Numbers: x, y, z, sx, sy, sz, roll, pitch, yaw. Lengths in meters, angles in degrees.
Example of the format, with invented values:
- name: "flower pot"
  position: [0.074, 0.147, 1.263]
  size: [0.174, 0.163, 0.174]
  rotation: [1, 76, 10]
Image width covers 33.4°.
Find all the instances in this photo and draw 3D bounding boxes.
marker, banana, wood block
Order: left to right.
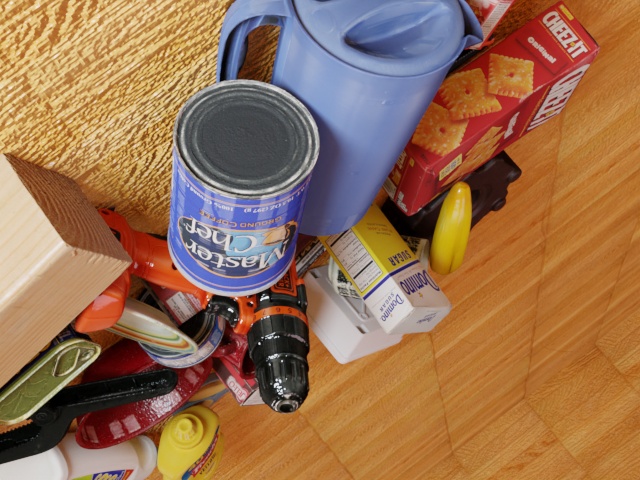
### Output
- name: "wood block"
  position: [-0.250, 0.046, 0.769]
  size: [0.206, 0.090, 0.090]
  rotation: [-42, 159, 9]
- name: "marker"
  position: [-0.004, 0.008, 1.175]
  size: [0.121, 0.020, 0.020]
  rotation: [-46, 157, 18]
- name: "banana"
  position: [0.139, -0.003, 1.158]
  size: [0.037, 0.069, 0.198]
  rotation: [3, 165, 3]

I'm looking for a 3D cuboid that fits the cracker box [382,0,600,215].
- name: "cracker box"
  position: [0.161, -0.125, 1.069]
  size: [0.213, 0.072, 0.164]
  rotation: [-34, 169, -10]

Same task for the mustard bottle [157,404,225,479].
- name: "mustard bottle"
  position: [-0.160, 0.252, 1.309]
  size: [0.096, 0.058, 0.192]
  rotation: [-52, 166, -21]

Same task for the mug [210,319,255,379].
- name: "mug"
  position: [-0.089, 0.085, 1.082]
  size: [0.117, 0.082, 0.093]
  rotation: [-27, 143, -51]

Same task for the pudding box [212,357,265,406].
- name: "pudding box"
  position: [-0.081, 0.145, 1.229]
  size: [0.039, 0.090, 0.113]
  rotation: [-46, 158, 16]

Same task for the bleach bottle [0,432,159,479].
- name: "bleach bottle"
  position: [-0.256, 0.255, 1.213]
  size: [0.103, 0.068, 0.250]
  rotation: [-47, 160, 15]

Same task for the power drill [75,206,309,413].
- name: "power drill"
  position: [-0.099, 0.051, 0.857]
  size: [0.187, 0.184, 0.057]
  rotation: [14, 129, -21]

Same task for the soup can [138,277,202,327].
- name: "soup can"
  position: [-0.110, 0.023, 0.972]
  size: [0.102, 0.068, 0.068]
  rotation: [-36, 158, -7]

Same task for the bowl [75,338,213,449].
- name: "bowl"
  position: [-0.192, 0.145, 1.100]
  size: [0.162, 0.055, 0.162]
  rotation: [-32, 158, -15]

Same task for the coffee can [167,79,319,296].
- name: "coffee can"
  position: [-0.061, -0.036, 0.793]
  size: [0.102, 0.103, 0.140]
  rotation: [-29, 157, -24]

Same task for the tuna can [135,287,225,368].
- name: "tuna can"
  position: [-0.135, 0.075, 1.012]
  size: [0.086, 0.086, 0.033]
  rotation: [-36, 157, -6]

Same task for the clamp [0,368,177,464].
- name: "clamp"
  position: [-0.259, 0.140, 0.975]
  size: [0.210, 0.036, 0.164]
  rotation: [-32, 130, 15]

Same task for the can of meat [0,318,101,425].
- name: "can of meat"
  position: [-0.242, 0.084, 0.862]
  size: [0.102, 0.084, 0.057]
  rotation: [-40, 158, 5]

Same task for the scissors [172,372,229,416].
- name: "scissors"
  position: [-0.113, 0.187, 1.363]
  size: [0.096, 0.016, 0.201]
  rotation: [-48, 156, 26]

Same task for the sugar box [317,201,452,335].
- name: "sugar box"
  position: [0.051, 0.011, 1.054]
  size: [0.048, 0.176, 0.093]
  rotation: [-47, 156, 21]

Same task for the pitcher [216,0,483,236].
- name: "pitcher"
  position: [0.007, -0.109, 0.841]
  size: [0.144, 0.149, 0.243]
  rotation: [-43, 167, -32]
